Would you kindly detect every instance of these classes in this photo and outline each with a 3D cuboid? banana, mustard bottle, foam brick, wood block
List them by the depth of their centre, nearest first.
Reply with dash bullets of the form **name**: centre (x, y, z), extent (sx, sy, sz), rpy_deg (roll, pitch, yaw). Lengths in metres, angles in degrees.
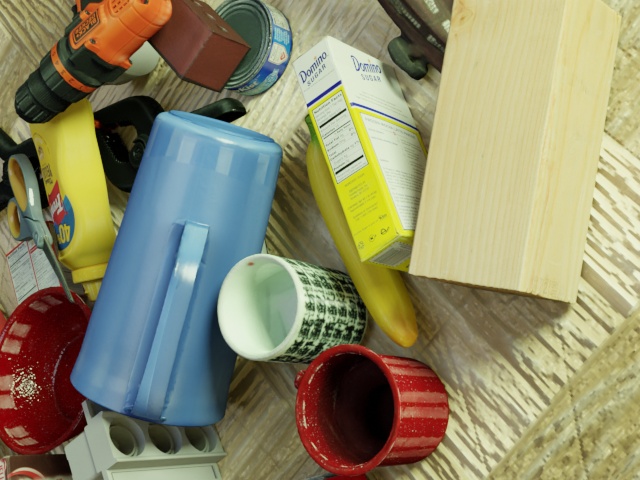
- **wood block**: centre (0.136, -0.067, 0.742), extent (0.091, 0.090, 0.206), rpy_deg (7, 86, 39)
- **banana**: centre (0.028, -0.002, 0.832), extent (0.037, 0.069, 0.198), rpy_deg (-27, 74, 7)
- **foam brick**: centre (-0.109, -0.175, 0.932), extent (0.078, 0.052, 0.051), rpy_deg (48, 111, 32)
- **mustard bottle**: centre (-0.233, -0.036, 1.029), extent (0.096, 0.058, 0.191), rpy_deg (-11, 92, 61)

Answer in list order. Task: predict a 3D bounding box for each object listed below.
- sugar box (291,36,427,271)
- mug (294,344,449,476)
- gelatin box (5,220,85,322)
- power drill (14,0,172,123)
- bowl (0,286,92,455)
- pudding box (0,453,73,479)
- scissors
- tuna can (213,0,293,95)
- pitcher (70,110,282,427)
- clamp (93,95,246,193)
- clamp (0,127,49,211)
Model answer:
- **sugar box**: centre (0.043, -0.063, 0.813), extent (0.048, 0.093, 0.176), rpy_deg (-35, 62, 28)
- **mug**: centre (0.033, 0.123, 0.795), extent (0.117, 0.081, 0.093), rpy_deg (16, 92, 39)
- **gelatin box**: centre (-0.281, 0.035, 1.090), extent (0.073, 0.030, 0.089), rpy_deg (-36, 61, 29)
- **power drill**: centre (-0.217, -0.215, 0.964), extent (0.185, 0.057, 0.188), rpy_deg (-33, 56, 25)
- **bowl**: centre (-0.249, 0.128, 1.027), extent (0.162, 0.055, 0.162), rpy_deg (-13, 68, 36)
- **pudding box**: centre (-0.244, 0.242, 0.972), extent (0.039, 0.113, 0.090), rpy_deg (-20, 70, 36)
- **scissors**: centre (-0.276, 0.004, 1.039), extent (0.202, 0.016, 0.096), rpy_deg (65, 144, 30)
- **tuna can**: centre (-0.066, -0.174, 0.955), extent (0.086, 0.033, 0.086), rpy_deg (-8, 78, 37)
- **pitcher**: centre (-0.111, 0.024, 0.871), extent (0.149, 0.144, 0.243), rpy_deg (23, 101, 38)
- **clamp**: centre (-0.158, -0.070, 1.007), extent (0.210, 0.036, 0.164), rpy_deg (22, 102, 42)
- **clamp**: centre (-0.323, -0.081, 1.138), extent (0.172, 0.039, 0.120), rpy_deg (-7, 82, 33)
